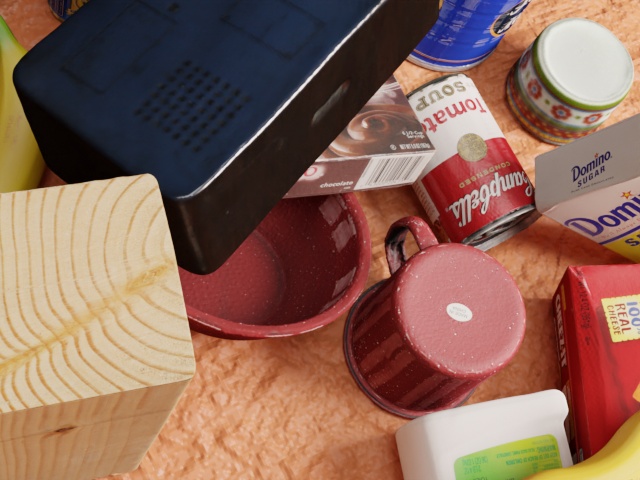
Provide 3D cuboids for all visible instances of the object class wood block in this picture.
[{"bbox_3d":[-0.125,0.057,0.504,0.090,0.206,0.090,-8,71,-20],"label":"wood block"}]

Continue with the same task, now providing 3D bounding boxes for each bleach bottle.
[{"bbox_3d":[0.117,0.216,0.588,0.102,0.068,0.251,-8,73,-16],"label":"bleach bottle"}]

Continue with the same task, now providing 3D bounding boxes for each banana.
[{"bbox_3d":[-0.198,-0.033,0.609,0.069,0.037,0.197,26,67,-23],"label":"banana"}]

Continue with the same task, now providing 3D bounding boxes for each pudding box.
[{"bbox_3d":[0.000,-0.072,0.638,0.113,0.039,0.090,-5,56,-30],"label":"pudding box"}]

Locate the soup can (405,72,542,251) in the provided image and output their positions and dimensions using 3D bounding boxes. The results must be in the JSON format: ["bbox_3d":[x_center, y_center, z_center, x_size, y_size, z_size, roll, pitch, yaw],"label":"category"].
[{"bbox_3d":[0.091,-0.047,0.684,0.068,0.069,0.102,-21,75,-23],"label":"soup can"}]

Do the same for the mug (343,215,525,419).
[{"bbox_3d":[0.066,0.041,0.633,0.093,0.082,0.117,-8,71,-19],"label":"mug"}]

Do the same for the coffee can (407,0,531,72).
[{"bbox_3d":[0.101,-0.191,0.704,0.102,0.140,0.103,6,67,-14],"label":"coffee can"}]

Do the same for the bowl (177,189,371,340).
[{"bbox_3d":[-0.054,0.001,0.617,0.162,0.055,0.162,13,48,-16],"label":"bowl"}]
